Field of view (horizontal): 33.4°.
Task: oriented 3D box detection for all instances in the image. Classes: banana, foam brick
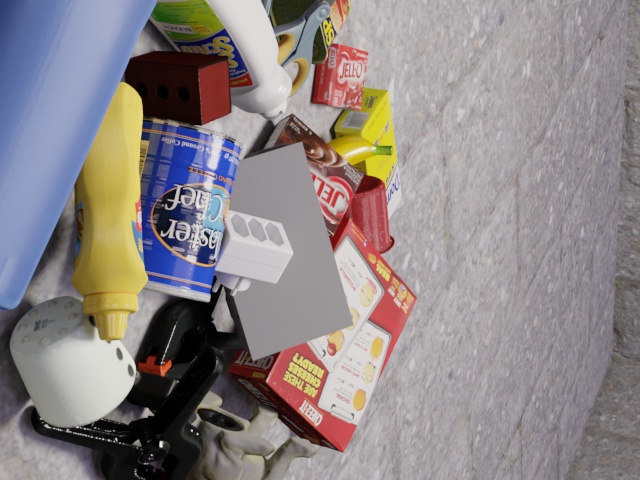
[{"bbox_3d":[0.004,-0.071,1.231,0.197,0.070,0.037,-45,139,-35],"label":"banana"},{"bbox_3d":[-0.123,-0.133,0.924,0.051,0.078,0.053,-35,128,-56],"label":"foam brick"}]

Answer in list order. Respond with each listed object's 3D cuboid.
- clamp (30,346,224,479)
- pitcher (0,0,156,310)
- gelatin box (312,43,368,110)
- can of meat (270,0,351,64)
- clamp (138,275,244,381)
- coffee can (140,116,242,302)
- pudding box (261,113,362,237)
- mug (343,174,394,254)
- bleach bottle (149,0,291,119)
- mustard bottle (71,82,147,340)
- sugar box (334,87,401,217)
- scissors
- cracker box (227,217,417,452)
[{"bbox_3d":[-0.147,0.172,0.956,0.210,0.164,0.036,75,-8,-54],"label":"clamp"},{"bbox_3d":[-0.211,-0.080,0.716,0.149,0.145,0.243,31,74,-51],"label":"pitcher"},{"bbox_3d":[0.025,-0.195,1.272,0.089,0.030,0.073,-4,103,-65],"label":"gelatin box"},{"bbox_3d":[-0.010,-0.255,1.144,0.102,0.058,0.083,74,34,-44],"label":"can of meat"},{"bbox_3d":[-0.121,0.077,1.058,0.171,0.039,0.120,-33,114,-59],"label":"clamp"},{"bbox_3d":[-0.131,-0.025,0.918,0.102,0.103,0.140,21,80,-65],"label":"coffee can"},{"bbox_3d":[-0.017,-0.067,1.158,0.113,0.039,0.090,39,55,-18],"label":"pudding box"},{"bbox_3d":[0.034,-0.027,1.297,0.117,0.093,0.081,-29,121,-43],"label":"mug"},{"bbox_3d":[-0.081,-0.183,0.962,0.250,0.103,0.068,50,50,-58],"label":"bleach bottle"},{"bbox_3d":[-0.164,-0.019,0.823,0.096,0.058,0.191,136,-48,-73],"label":"mustard bottle"},{"bbox_3d":[0.064,-0.098,1.377,0.093,0.048,0.176,-58,146,-39],"label":"sugar box"},{"bbox_3d":[0.000,-0.218,1.098,0.201,0.016,0.096,-38,142,-6],"label":"scissors"},{"bbox_3d":[0.006,0.104,1.208,0.164,0.072,0.213,48,60,-38],"label":"cracker box"}]
